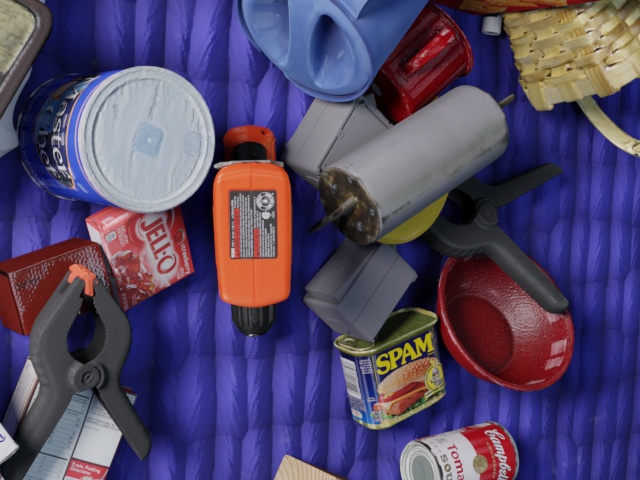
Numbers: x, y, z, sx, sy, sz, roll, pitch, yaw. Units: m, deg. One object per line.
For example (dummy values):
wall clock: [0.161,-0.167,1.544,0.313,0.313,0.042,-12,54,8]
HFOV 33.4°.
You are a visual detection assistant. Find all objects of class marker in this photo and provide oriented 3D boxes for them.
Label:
marker: [0.181,-0.269,1.077,0.020,0.020,0.121,8,91,-34]

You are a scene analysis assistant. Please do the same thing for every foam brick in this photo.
foam brick: [-0.210,0.034,0.833,0.078,0.051,0.053,-20,105,-31]

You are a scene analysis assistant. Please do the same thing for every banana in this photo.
banana: [0.091,-0.059,0.993,0.069,0.037,0.197,45,50,-16]

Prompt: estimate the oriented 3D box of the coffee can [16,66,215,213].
coffee can: [-0.157,-0.076,0.801,0.102,0.141,0.103,-4,98,-33]

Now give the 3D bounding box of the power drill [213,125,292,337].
power drill: [-0.056,0.001,0.858,0.057,0.188,0.184,-3,97,-5]

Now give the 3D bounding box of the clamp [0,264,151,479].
clamp: [-0.175,0.105,0.819,0.120,0.039,0.171,4,104,-41]

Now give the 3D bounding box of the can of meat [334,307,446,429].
can of meat: [0.070,0.123,1.027,0.101,0.058,0.084,-21,110,-29]

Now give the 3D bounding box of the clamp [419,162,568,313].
clamp: [0.162,-0.012,1.056,0.209,0.036,0.164,6,67,-24]

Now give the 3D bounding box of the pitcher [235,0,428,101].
pitcher: [0.052,-0.247,0.911,0.242,0.149,0.145,-53,146,-26]

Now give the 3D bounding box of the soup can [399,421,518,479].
soup can: [0.140,0.225,1.079,0.102,0.069,0.068,-6,99,-32]

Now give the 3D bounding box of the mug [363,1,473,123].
mug: [0.084,-0.163,0.970,0.081,0.117,0.093,-44,102,-16]

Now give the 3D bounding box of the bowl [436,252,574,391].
bowl: [0.173,0.083,1.068,0.162,0.055,0.162,14,57,-23]

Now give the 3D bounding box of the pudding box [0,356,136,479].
pudding box: [-0.210,0.160,0.856,0.089,0.039,0.113,25,80,-33]

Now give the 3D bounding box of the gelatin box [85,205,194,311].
gelatin box: [-0.145,0.004,0.867,0.073,0.030,0.089,-31,136,-28]
